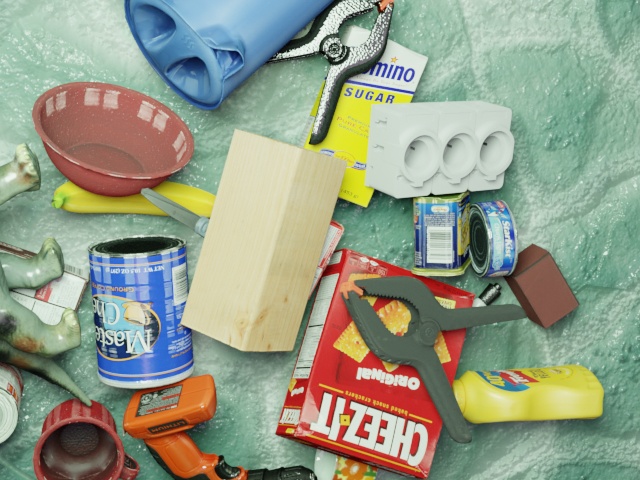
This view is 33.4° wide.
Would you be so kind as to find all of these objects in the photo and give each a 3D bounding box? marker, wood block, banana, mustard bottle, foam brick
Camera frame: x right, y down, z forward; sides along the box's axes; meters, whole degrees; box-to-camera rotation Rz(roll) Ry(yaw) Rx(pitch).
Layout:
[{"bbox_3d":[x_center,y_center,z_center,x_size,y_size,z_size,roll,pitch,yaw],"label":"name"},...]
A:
[{"bbox_3d":[0.166,0.095,1.243,0.121,0.020,0.020,-45,107,-1],"label":"marker"},{"bbox_3d":[-0.057,0.001,1.087,0.090,0.091,0.206,8,99,-56],"label":"wood block"},{"bbox_3d":[-0.194,-0.041,1.106,0.197,0.070,0.037,-1,118,-34],"label":"banana"},{"bbox_3d":[0.220,0.178,1.232,0.191,0.096,0.058,-1,102,-12],"label":"mustard bottle"},{"bbox_3d":[0.253,0.053,1.236,0.051,0.053,0.078,-34,107,-4],"label":"foam brick"}]

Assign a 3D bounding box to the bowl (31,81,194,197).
[{"bbox_3d":[-0.211,-0.092,1.068,0.162,0.162,0.055,12,127,-15],"label":"bowl"}]

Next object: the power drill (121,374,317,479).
[{"bbox_3d":[-0.113,0.231,1.143,0.184,0.057,0.187,-16,122,13],"label":"power drill"}]

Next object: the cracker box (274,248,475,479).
[{"bbox_3d":[0.063,0.134,1.168,0.164,0.072,0.213,21,76,-16],"label":"cracker box"}]

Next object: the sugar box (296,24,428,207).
[{"bbox_3d":[0.039,-0.134,1.154,0.093,0.048,0.176,20,97,-15],"label":"sugar box"}]

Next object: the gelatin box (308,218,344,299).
[{"bbox_3d":[-0.013,0.013,1.158,0.030,0.073,0.089,26,94,-17],"label":"gelatin box"}]

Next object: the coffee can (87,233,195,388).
[{"bbox_3d":[-0.187,0.072,1.116,0.102,0.103,0.140,-5,102,-12],"label":"coffee can"}]

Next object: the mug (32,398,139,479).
[{"bbox_3d":[-0.248,0.223,1.144,0.117,0.081,0.093,25,95,-16],"label":"mug"}]

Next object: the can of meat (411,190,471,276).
[{"bbox_3d":[0.134,-0.011,1.171,0.057,0.102,0.084,1,100,15],"label":"can of meat"}]

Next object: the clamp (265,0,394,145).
[{"bbox_3d":[0.015,-0.184,1.102,0.171,0.039,0.120,-34,101,3],"label":"clamp"}]

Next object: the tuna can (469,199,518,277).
[{"bbox_3d":[0.190,-0.002,1.194,0.033,0.086,0.086,-5,102,-10],"label":"tuna can"}]

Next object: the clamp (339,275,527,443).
[{"bbox_3d":[0.117,0.092,1.135,0.210,0.036,0.164,38,71,-11],"label":"clamp"}]

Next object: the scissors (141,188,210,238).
[{"bbox_3d":[-0.107,-0.026,1.109,0.096,0.016,0.201,-51,141,-15],"label":"scissors"}]

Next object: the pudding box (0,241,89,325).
[{"bbox_3d":[-0.310,0.059,1.120,0.113,0.039,0.090,21,97,-14],"label":"pudding box"}]

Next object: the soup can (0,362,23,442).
[{"bbox_3d":[-0.343,0.164,1.100,0.068,0.102,0.068,-3,102,-13],"label":"soup can"}]

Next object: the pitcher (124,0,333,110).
[{"bbox_3d":[-0.069,-0.251,1.046,0.149,0.145,0.242,46,67,3],"label":"pitcher"}]
